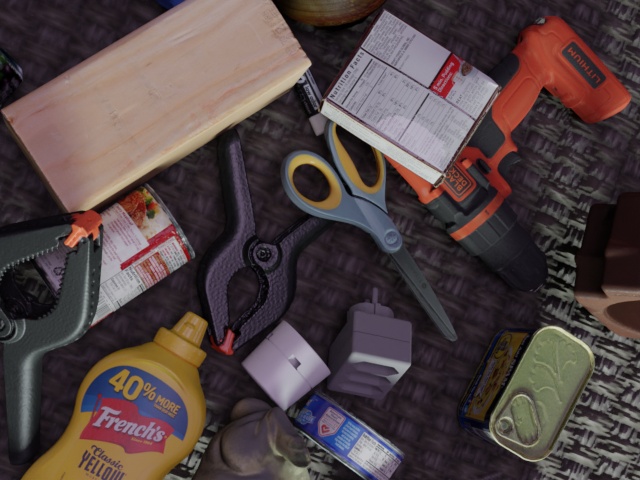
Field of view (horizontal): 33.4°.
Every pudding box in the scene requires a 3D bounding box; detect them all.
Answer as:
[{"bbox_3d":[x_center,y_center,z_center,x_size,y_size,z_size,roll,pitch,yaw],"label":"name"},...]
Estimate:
[{"bbox_3d":[0.069,-0.109,0.819,0.113,0.039,0.090,33,80,3],"label":"pudding box"}]

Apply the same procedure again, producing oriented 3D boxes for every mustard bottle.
[{"bbox_3d":[-0.140,0.139,0.790,0.096,0.058,0.191,30,80,4],"label":"mustard bottle"}]

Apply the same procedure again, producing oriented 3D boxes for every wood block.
[{"bbox_3d":[-0.122,-0.106,0.795,0.206,0.091,0.090,-34,94,-12],"label":"wood block"}]

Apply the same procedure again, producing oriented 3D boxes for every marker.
[{"bbox_3d":[-0.021,-0.142,0.857,0.020,0.020,0.121,-26,93,-13],"label":"marker"}]

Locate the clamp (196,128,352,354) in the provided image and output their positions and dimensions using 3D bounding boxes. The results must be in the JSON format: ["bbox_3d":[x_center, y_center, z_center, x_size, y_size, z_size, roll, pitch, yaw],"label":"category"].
[{"bbox_3d":[-0.055,0.001,0.830,0.120,0.039,0.171,30,76,-9],"label":"clamp"}]

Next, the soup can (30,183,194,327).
[{"bbox_3d":[-0.154,0.013,0.792,0.102,0.068,0.068,-35,95,-12],"label":"soup can"}]

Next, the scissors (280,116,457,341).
[{"bbox_3d":[0.034,-0.002,0.833,0.096,0.016,0.202,-19,89,-21],"label":"scissors"}]

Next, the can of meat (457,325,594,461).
[{"bbox_3d":[0.159,0.118,0.849,0.057,0.084,0.102,31,80,-10],"label":"can of meat"}]

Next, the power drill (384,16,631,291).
[{"bbox_3d":[0.164,-0.076,0.875,0.187,0.057,0.184,-44,96,-12],"label":"power drill"}]

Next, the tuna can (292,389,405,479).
[{"bbox_3d":[0.021,0.152,0.815,0.086,0.086,0.033,38,81,-8],"label":"tuna can"}]

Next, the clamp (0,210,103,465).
[{"bbox_3d":[-0.227,0.047,0.742,0.164,0.036,0.210,36,117,-5],"label":"clamp"}]
